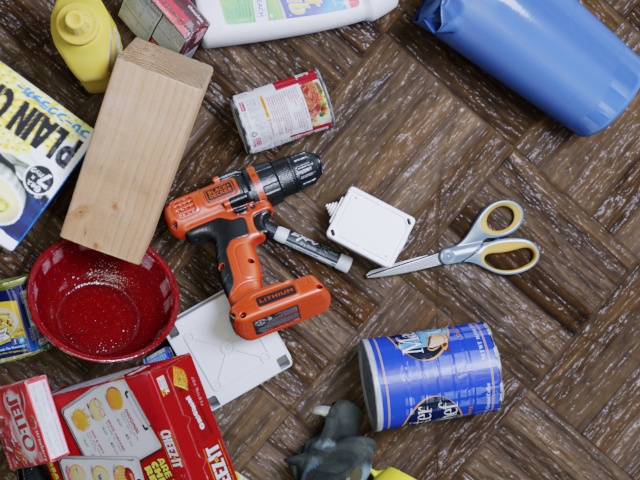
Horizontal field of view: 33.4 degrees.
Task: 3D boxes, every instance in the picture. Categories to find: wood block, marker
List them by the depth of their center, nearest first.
[{"bbox_3d":[-0.191,-0.093,1.114,0.090,0.091,0.206,21,113,-6],"label":"wood block"},{"bbox_3d":[-0.021,0.004,1.206,0.121,0.020,0.020,24,89,-5],"label":"marker"}]

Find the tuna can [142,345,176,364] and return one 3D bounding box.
[{"bbox_3d":[-0.159,0.158,1.163,0.033,0.086,0.086,-30,94,-7],"label":"tuna can"}]

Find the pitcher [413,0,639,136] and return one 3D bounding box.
[{"bbox_3d":[0.238,-0.233,1.181,0.242,0.145,0.149,36,100,-9],"label":"pitcher"}]

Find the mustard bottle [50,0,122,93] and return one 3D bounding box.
[{"bbox_3d":[-0.239,-0.209,1.093,0.058,0.192,0.096,-7,92,-6],"label":"mustard bottle"}]

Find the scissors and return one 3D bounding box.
[{"bbox_3d":[0.153,-0.001,1.225,0.201,0.016,0.096,2,89,-6],"label":"scissors"}]

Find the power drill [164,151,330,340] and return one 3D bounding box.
[{"bbox_3d":[-0.058,0.001,1.146,0.184,0.057,0.188,-23,60,-4],"label":"power drill"}]

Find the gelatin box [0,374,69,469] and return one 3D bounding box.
[{"bbox_3d":[-0.307,0.190,1.115,0.073,0.030,0.089,-18,90,38],"label":"gelatin box"}]

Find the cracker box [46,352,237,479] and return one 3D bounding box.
[{"bbox_3d":[-0.197,0.218,1.110,0.214,0.071,0.164,-18,94,38],"label":"cracker box"}]

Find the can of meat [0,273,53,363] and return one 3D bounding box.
[{"bbox_3d":[-0.345,0.087,1.148,0.102,0.057,0.084,-13,95,16],"label":"can of meat"}]

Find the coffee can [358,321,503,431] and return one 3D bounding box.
[{"bbox_3d":[0.120,0.150,1.181,0.140,0.103,0.103,-8,92,-6],"label":"coffee can"}]

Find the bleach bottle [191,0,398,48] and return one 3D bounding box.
[{"bbox_3d":[-0.016,-0.281,1.180,0.250,0.068,0.102,-12,92,-8],"label":"bleach bottle"}]

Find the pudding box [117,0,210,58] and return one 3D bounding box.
[{"bbox_3d":[-0.169,-0.237,1.138,0.039,0.114,0.090,-42,95,-21],"label":"pudding box"}]

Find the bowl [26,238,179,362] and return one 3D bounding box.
[{"bbox_3d":[-0.235,0.070,1.147,0.162,0.055,0.162,9,54,-13],"label":"bowl"}]

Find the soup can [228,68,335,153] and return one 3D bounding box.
[{"bbox_3d":[-0.043,-0.142,1.177,0.102,0.068,0.068,-19,93,-4],"label":"soup can"}]
